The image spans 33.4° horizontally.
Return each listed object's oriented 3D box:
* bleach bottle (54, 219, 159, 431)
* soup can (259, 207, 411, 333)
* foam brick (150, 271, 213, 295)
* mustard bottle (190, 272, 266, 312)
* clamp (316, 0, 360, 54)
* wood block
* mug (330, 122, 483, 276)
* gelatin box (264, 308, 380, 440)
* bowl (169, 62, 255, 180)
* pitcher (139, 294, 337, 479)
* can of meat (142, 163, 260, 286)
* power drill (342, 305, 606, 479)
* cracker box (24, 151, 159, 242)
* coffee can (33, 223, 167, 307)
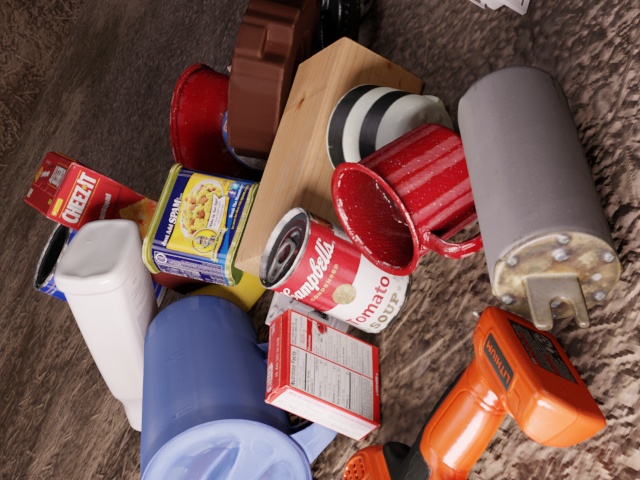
[{"bbox_3d":[-0.186,0.106,1.045,0.102,0.068,0.251,-78,-18,-52],"label":"bleach bottle"},{"bbox_3d":[0.012,0.025,0.839,0.069,0.102,0.068,-45,31,36],"label":"soup can"},{"bbox_3d":[-0.132,0.015,1.051,0.078,0.051,0.053,-22,47,56],"label":"foam brick"},{"bbox_3d":[-0.056,0.001,1.049,0.192,0.058,0.096,-49,23,30],"label":"mustard bottle"},{"bbox_3d":[0.018,-0.257,1.130,0.165,0.036,0.210,112,158,-48],"label":"clamp"},{"bbox_3d":[0.008,-0.061,0.945,0.091,0.090,0.206,-17,52,59],"label":"wood block"},{"bbox_3d":[0.075,-0.028,0.771,0.081,0.093,0.117,-33,48,-25],"label":"mug"},{"bbox_3d":[0.002,0.101,0.803,0.030,0.089,0.073,-44,32,37],"label":"gelatin box"},{"bbox_3d":[-0.106,-0.120,1.198,0.055,0.162,0.162,-2,58,23],"label":"bowl"},{"bbox_3d":[-0.082,0.140,0.909,0.243,0.149,0.145,-113,38,-63],"label":"pitcher"},{"bbox_3d":[-0.104,-0.013,0.975,0.057,0.084,0.102,72,-148,-64],"label":"can of meat"},{"bbox_3d":[0.084,0.146,0.636,0.188,0.057,0.184,-55,26,20],"label":"power drill"},{"bbox_3d":[-0.203,-0.022,1.173,0.072,0.213,0.164,-65,24,-3],"label":"cracker box"},{"bbox_3d":[-0.273,0.041,1.340,0.103,0.140,0.103,-45,31,36],"label":"coffee can"}]
